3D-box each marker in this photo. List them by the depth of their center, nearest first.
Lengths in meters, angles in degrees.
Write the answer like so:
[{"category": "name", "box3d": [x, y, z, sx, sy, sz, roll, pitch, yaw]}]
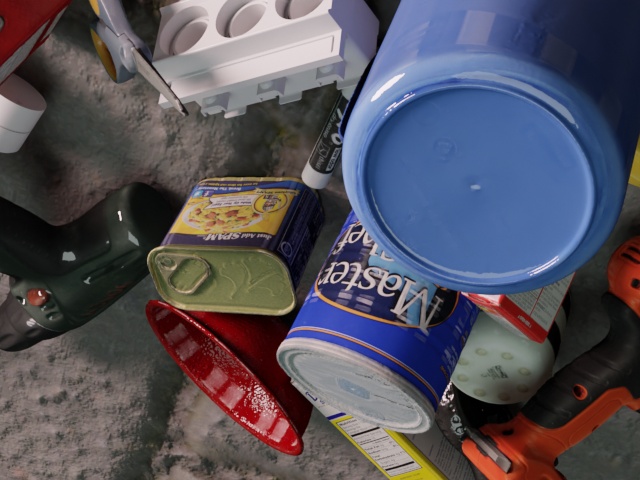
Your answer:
[{"category": "marker", "box3d": [0.015, -0.080, 0.679, 0.020, 0.020, 0.121, 25, 134, -2]}]

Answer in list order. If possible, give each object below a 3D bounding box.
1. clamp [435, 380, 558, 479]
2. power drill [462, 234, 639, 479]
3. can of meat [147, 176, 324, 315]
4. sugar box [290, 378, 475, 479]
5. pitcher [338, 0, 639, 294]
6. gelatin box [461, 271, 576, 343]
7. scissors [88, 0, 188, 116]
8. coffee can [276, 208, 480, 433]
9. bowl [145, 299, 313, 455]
[{"category": "clamp", "box3d": [0.120, 0.147, 0.780, 0.039, 0.120, 0.171, -26, 114, 30]}, {"category": "power drill", "box3d": [0.196, 0.111, 0.691, 0.187, 0.057, 0.184, -46, 120, -4]}, {"category": "can of meat", "box3d": [-0.055, 0.001, 0.734, 0.102, 0.083, 0.057, 1, 131, 20]}, {"category": "sugar box", "box3d": [0.059, 0.122, 0.795, 0.048, 0.093, 0.176, -29, 115, 38]}, {"category": "pitcher", "box3d": [0.083, -0.081, 0.494, 0.145, 0.242, 0.149, 18, 128, 8]}, {"category": "gelatin box", "box3d": [0.128, 0.008, 0.644, 0.030, 0.089, 0.073, 20, 170, 38]}, {"category": "scissors", "box3d": [-0.112, -0.124, 0.604, 0.016, 0.202, 0.096, -20, 107, -16]}, {"category": "coffee can", "box3d": [0.048, 0.034, 0.665, 0.103, 0.140, 0.103, 23, 157, 10]}, {"category": "bowl", "box3d": [-0.057, 0.088, 0.808, 0.162, 0.055, 0.162, 38, 158, 18]}]
